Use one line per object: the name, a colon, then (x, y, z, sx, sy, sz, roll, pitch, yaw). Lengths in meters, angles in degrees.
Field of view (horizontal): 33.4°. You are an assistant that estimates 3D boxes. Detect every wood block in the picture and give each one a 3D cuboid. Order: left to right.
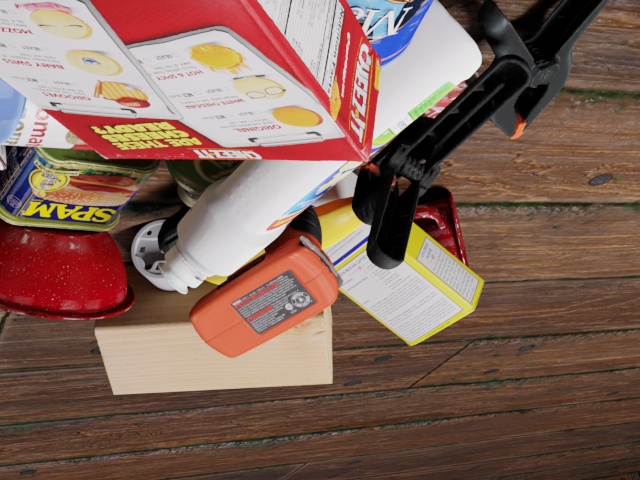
wood block: (-0.095, 0.078, 0.998, 0.206, 0.090, 0.091, -4, 129, 4)

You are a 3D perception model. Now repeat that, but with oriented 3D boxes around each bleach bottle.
bleach bottle: (-0.007, -0.058, 0.709, 0.251, 0.068, 0.102, -42, 177, 9)

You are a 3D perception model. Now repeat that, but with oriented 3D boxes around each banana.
banana: (-0.044, 0.003, 0.902, 0.198, 0.037, 0.069, -18, -159, 39)

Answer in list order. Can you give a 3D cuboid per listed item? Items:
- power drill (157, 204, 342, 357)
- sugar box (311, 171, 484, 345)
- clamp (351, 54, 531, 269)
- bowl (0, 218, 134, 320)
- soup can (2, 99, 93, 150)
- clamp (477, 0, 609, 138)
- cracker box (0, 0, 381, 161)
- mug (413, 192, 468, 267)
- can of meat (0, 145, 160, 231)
power drill: (-0.055, 0.001, 0.813, 0.185, 0.187, 0.057, -32, 122, 19)
sugar box: (0.049, 0.014, 0.947, 0.176, 0.048, 0.094, 41, 136, -11)
clamp: (0.060, -0.044, 0.764, 0.036, 0.164, 0.210, 38, 167, -10)
bowl: (-0.219, 0.007, 0.829, 0.161, 0.162, 0.055, 5, 107, -36)
soup can: (-0.160, -0.092, 0.685, 0.102, 0.068, 0.069, 1, 153, -29)
clamp: (0.161, -0.138, 0.767, 0.120, 0.039, 0.171, -23, 158, -7)
cracker box: (-0.080, -0.108, 0.500, 0.164, 0.072, 0.213, 3, 163, 22)
mug: (0.093, 0.002, 1.013, 0.081, 0.093, 0.117, -12, 152, 9)
can of meat: (-0.178, -0.053, 0.776, 0.101, 0.057, 0.084, 5, 148, -36)
